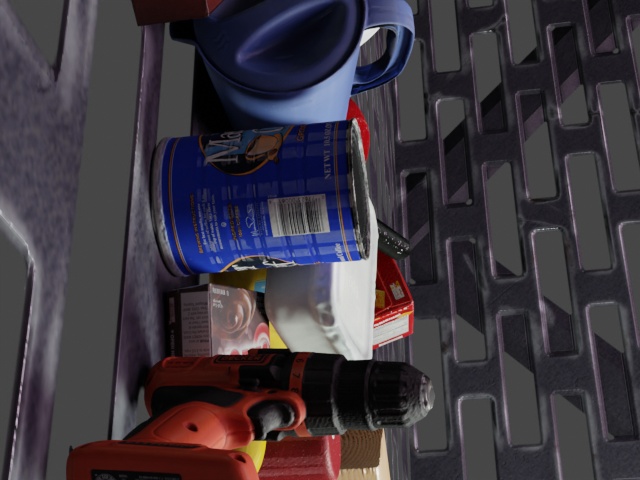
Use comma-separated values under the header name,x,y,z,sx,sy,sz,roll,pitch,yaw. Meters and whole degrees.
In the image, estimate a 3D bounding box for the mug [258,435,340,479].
name,x,y,z,sx,sy,sz,roll,pitch,yaw
mug,-0.026,0.186,0.937,0.093,0.081,0.117,-5,90,-82

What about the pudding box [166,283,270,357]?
name,x,y,z,sx,sy,sz,roll,pitch,yaw
pudding box,-0.071,0.081,0.780,0.113,0.039,0.090,17,68,-68

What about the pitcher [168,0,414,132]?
name,x,y,z,sx,sy,sz,roll,pitch,yaw
pitcher,-0.020,-0.144,0.904,0.145,0.149,0.243,-50,171,-10

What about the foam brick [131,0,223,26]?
name,x,y,z,sx,sy,sz,roll,pitch,yaw
foam brick,-0.100,-0.185,0.749,0.078,0.053,0.051,-74,158,-67

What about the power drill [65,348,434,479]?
name,x,y,z,sx,sy,sz,roll,pitch,yaw
power drill,-0.040,0.110,0.599,0.187,0.185,0.057,-33,117,-70

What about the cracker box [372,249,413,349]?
name,x,y,z,sx,sy,sz,roll,pitch,yaw
cracker box,0.047,0.032,1.259,0.213,0.072,0.164,70,-3,-75

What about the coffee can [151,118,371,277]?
name,x,y,z,sx,sy,sz,roll,pitch,yaw
coffee can,-0.039,-0.030,0.768,0.102,0.140,0.103,-5,90,-82
